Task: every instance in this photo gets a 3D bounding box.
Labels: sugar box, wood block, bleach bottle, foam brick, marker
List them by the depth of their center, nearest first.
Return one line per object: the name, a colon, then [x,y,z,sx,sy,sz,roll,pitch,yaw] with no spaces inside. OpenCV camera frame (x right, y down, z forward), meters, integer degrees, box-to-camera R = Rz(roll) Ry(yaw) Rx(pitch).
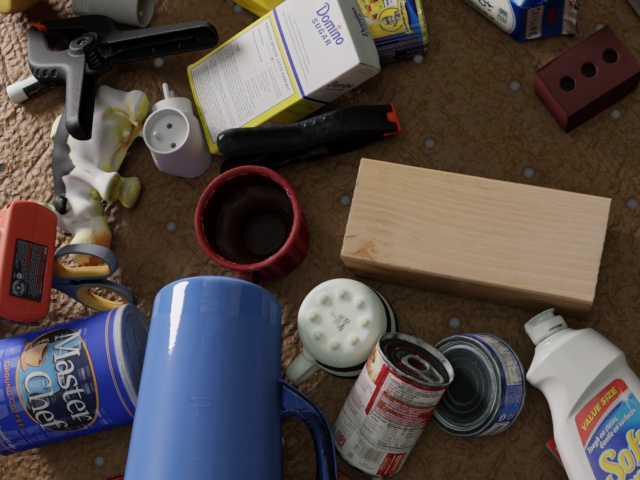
bleach bottle: [0.229,0.170,0.830,0.102,0.068,0.251,-30,72,2]
wood block: [0.132,0.000,0.903,0.206,0.090,0.091,10,79,13]
foam brick: [0.234,-0.140,0.935,0.078,0.051,0.053,-34,74,1]
sugar box: [-0.036,-0.153,0.957,0.176,0.048,0.093,-26,74,29]
marker: [-0.250,-0.167,1.047,0.121,0.020,0.020,-24,74,5]

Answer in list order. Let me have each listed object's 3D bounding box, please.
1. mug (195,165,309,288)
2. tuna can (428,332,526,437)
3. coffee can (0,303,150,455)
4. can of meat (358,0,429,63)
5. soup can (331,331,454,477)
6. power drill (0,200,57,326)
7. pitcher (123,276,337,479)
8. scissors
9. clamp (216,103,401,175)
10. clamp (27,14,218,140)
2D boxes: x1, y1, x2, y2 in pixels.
mug: [-0.056,0.001,0.941,0.093,0.081,0.117,2,78,11]
tuna can: [0.125,0.120,0.884,0.086,0.033,0.086,-4,84,45]
coffee can: [-0.219,0.122,0.933,0.140,0.102,0.103,-15,75,7]
can of meat: [0.050,-0.212,0.983,0.084,0.057,0.102,-12,76,5]
soup can: [0.057,0.136,0.877,0.068,0.068,0.102,32,115,15]
power drill: [-0.320,0.012,0.969,0.188,0.057,0.184,-7,76,37]
pitcher: [-0.079,0.156,0.847,0.145,0.149,0.243,-25,52,42]
scissors: [-0.253,0.043,0.994,0.202,0.096,0.016,-13,41,36]
clamp: [-0.016,-0.087,0.958,0.171,0.120,0.039,-10,86,-14]
clamp: [-0.215,-0.163,0.982,0.210,0.036,0.164,20,54,38]
